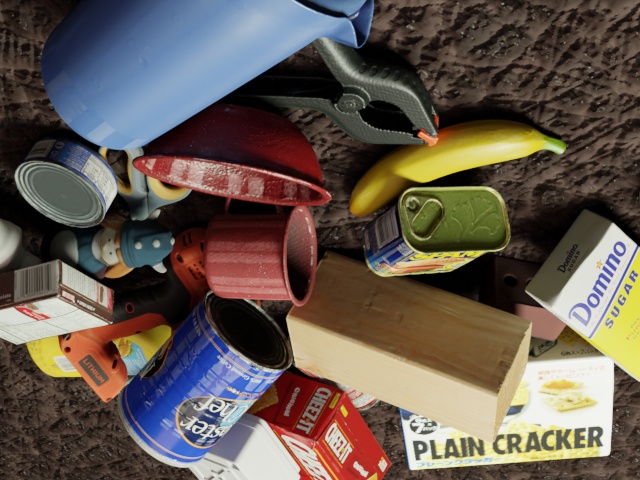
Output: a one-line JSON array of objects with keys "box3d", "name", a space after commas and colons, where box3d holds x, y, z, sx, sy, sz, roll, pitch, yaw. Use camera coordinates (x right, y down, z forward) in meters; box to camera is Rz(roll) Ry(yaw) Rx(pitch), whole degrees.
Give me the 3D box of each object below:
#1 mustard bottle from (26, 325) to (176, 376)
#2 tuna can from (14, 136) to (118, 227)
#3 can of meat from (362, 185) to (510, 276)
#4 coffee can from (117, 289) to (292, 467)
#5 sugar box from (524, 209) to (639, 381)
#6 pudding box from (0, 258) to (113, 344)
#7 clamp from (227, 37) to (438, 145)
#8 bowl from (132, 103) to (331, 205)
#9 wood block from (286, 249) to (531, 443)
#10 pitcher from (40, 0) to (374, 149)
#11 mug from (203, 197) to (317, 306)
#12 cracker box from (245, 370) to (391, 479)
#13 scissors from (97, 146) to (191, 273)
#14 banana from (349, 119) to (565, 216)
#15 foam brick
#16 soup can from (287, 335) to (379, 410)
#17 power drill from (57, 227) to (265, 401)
[{"box3d": [-0.213, 0.110, 1.151, 0.192, 0.058, 0.096, -2, 142, 13], "name": "mustard bottle"}, {"box3d": [-0.223, -0.052, 0.944, 0.086, 0.033, 0.086, 15, 144, 11], "name": "tuna can"}, {"box3d": [0.096, -0.006, 0.912, 0.102, 0.057, 0.084, -3, 165, -23], "name": "can of meat"}, {"box3d": [-0.109, 0.129, 1.001, 0.102, 0.103, 0.140, 31, 113, -28], "name": "coffee can"}, {"box3d": [0.273, 0.057, 0.966, 0.176, 0.048, 0.093, 35, 92, -35], "name": "sugar box"}, {"box3d": [-0.260, 0.058, 0.977, 0.114, 0.039, 0.090, -12, 156, 20], "name": "pudding box"}, {"box3d": [0.023, -0.124, 0.814, 0.171, 0.039, 0.120, 15, 149, -15], "name": "clamp"}, {"box3d": [-0.067, -0.071, 0.855, 0.162, 0.055, 0.162, 9, 173, 1], "name": "bowl"}, {"box3d": [0.083, 0.097, 1.000, 0.206, 0.090, 0.091, 19, 147, 20], "name": "wood block"}, {"box3d": [-0.092, -0.164, 0.719, 0.144, 0.149, 0.243, 10, 153, -42], "name": "pitcher"}, {"box3d": [-0.056, 0.001, 0.964, 0.082, 0.093, 0.117, 0, 112, 17], "name": "mug"}, {"box3d": [-0.049, 0.202, 1.173, 0.214, 0.072, 0.164, 15, 151, 34], "name": "cracker box"}, {"box3d": [-0.150, -0.026, 0.991, 0.096, 0.016, 0.202, 5, 143, 13], "name": "scissors"}, {"box3d": [0.098, -0.061, 0.884, 0.198, 0.037, 0.069, -15, 138, 27], "name": "banana"}, {"box3d": [0.193, 0.055, 1.010, 0.078, 0.053, 0.051, 10, 143, -5], "name": "foam brick"}, {"box3d": [0.020, 0.126, 1.123, 0.069, 0.068, 0.102, -21, 135, 32], "name": "soup can"}, {"box3d": [-0.151, 0.088, 1.063, 0.187, 0.057, 0.184, -26, 127, 4], "name": "power drill"}]
